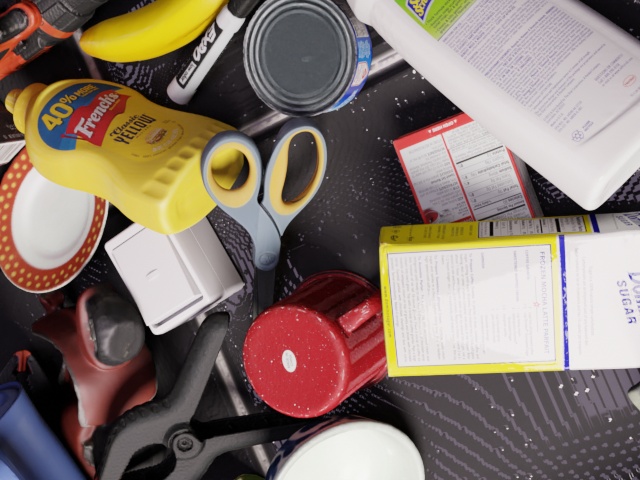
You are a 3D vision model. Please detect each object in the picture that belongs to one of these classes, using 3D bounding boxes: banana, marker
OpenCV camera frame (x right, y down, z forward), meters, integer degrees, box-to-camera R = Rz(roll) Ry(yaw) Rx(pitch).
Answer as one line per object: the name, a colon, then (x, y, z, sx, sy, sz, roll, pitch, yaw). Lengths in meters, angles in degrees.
banana: (-0.097, -0.179, 0.768, 0.198, 0.037, 0.070, -38, 66, 26)
marker: (-0.075, -0.141, 0.755, 0.020, 0.020, 0.121, 51, 132, 7)

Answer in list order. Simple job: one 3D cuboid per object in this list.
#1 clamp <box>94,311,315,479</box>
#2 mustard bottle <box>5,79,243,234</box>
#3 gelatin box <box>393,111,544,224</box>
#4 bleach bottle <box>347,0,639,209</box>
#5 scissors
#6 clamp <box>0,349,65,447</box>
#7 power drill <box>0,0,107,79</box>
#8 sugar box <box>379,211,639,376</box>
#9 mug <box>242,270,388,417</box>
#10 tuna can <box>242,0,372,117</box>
clamp: (-0.102, 0.130, 0.782, 0.171, 0.039, 0.120, -30, 107, -2)
mustard bottle: (-0.158, -0.074, 0.784, 0.192, 0.096, 0.058, 23, 143, 25)
gelatin box: (0.099, -0.039, 0.707, 0.073, 0.030, 0.089, -20, 92, 26)
bleach bottle: (0.104, -0.135, 0.660, 0.102, 0.068, 0.251, -44, 73, -7)
scissors: (-0.055, 0.001, 0.758, 0.096, 0.016, 0.202, 10, 118, -22)
clamp: (-0.240, 0.198, 0.888, 0.164, 0.036, 0.210, 9, 81, -16)
power drill: (-0.237, -0.144, 0.757, 0.185, 0.187, 0.057, -28, 100, 31)
sugar box: (0.127, 0.034, 0.673, 0.176, 0.048, 0.093, -3, 109, 8)
mug: (0.007, 0.068, 0.744, 0.117, 0.081, 0.093, -35, 85, 27)
tuna can: (-0.008, -0.129, 0.736, 0.086, 0.033, 0.086, 6, 103, 24)
